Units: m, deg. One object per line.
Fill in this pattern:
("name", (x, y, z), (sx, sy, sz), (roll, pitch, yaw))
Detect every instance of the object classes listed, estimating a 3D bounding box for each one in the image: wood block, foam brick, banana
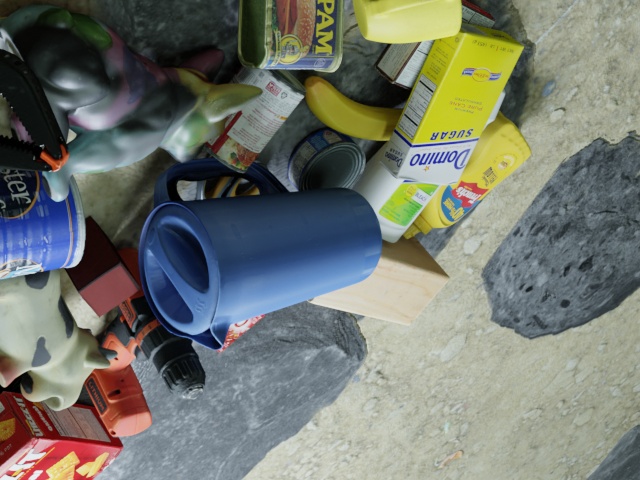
("wood block", (0.053, 0.032, 1.314), (0.205, 0.091, 0.090), (17, 117, -50))
("foam brick", (-0.226, 0.025, 1.067), (0.051, 0.078, 0.053), (-35, 142, -6))
("banana", (0.047, -0.141, 1.162), (0.197, 0.037, 0.070), (3, 135, -39))

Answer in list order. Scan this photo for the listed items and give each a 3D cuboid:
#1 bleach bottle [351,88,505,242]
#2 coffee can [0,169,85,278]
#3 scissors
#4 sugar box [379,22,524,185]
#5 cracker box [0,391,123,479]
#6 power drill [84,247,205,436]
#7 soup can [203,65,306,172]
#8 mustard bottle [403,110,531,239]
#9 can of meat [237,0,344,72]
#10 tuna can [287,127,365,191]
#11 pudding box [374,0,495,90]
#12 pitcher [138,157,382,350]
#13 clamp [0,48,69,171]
("bleach bottle", (0.130, -0.117, 1.248), (0.251, 0.068, 0.102), (-51, 142, 11))
("coffee can", (-0.293, -0.015, 0.941), (0.140, 0.103, 0.103), (-12, 136, -33))
("scissors", (-0.122, -0.021, 1.163), (0.096, 0.016, 0.202), (3, 127, -44))
("sugar box", (0.141, -0.146, 1.156), (0.093, 0.048, 0.176), (3, 119, -36))
("cracker box", (-0.336, 0.254, 1.181), (0.164, 0.072, 0.213), (-42, 160, 3))
("power drill", (-0.191, 0.128, 1.135), (0.057, 0.184, 0.188), (-9, 144, -36))
("soup can", (-0.070, -0.127, 1.050), (0.102, 0.069, 0.068), (-51, 143, 14))
("mustard bottle", (0.172, -0.073, 1.336), (0.191, 0.058, 0.096), (-42, 147, 5))
("can of meat", (-0.028, -0.208, 0.988), (0.083, 0.058, 0.102), (-6, 105, -34))
("tuna can", (0.006, -0.083, 1.194), (0.086, 0.034, 0.086), (-24, 142, -21))
("pudding box", (0.125, -0.214, 1.158), (0.089, 0.039, 0.114), (13, 118, -46))
("pitcher", (-0.057, 0.001, 1.094), (0.242, 0.145, 0.149), (-12, 123, -42))
("clamp", (-0.288, -0.114, 0.806), (0.210, 0.036, 0.165), (43, 106, -12))
